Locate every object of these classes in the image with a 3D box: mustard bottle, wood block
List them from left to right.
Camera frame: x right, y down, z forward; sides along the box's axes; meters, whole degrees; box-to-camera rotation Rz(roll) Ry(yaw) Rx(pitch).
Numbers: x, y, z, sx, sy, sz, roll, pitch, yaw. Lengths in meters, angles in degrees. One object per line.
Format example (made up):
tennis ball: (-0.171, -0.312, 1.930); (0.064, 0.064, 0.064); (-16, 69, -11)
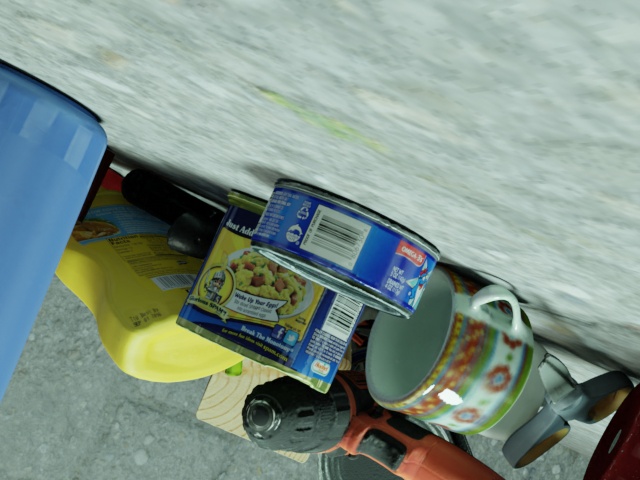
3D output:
mustard bottle: (-0.128, 0.016, 0.715); (0.096, 0.058, 0.192); (-5, -145, -37)
wood block: (-0.032, 0.088, 0.875); (0.091, 0.090, 0.206); (24, -170, -3)

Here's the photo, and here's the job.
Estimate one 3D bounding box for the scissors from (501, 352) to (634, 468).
scissors: (0.120, 0.096, 0.582); (0.201, 0.096, 0.016); (15, -143, -58)

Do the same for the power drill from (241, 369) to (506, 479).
power drill: (0.056, 0.137, 0.649); (0.188, 0.057, 0.184); (32, -171, 23)

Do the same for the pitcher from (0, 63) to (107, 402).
pitcher: (-0.215, 0.025, 0.566); (0.149, 0.243, 0.145); (23, 174, 13)

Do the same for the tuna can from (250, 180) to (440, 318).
tuna can: (0.011, 0.005, 0.502); (0.086, 0.034, 0.086); (24, 174, 2)

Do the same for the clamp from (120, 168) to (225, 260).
clamp: (-0.055, 0.001, 0.718); (0.171, 0.039, 0.120); (27, -169, -40)

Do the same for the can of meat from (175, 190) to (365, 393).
can of meat: (-0.023, 0.029, 0.606); (0.102, 0.084, 0.057); (21, 173, 32)

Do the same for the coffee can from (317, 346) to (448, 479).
coffee can: (0.048, 0.154, 0.865); (0.103, 0.103, 0.140); (25, -170, -4)
